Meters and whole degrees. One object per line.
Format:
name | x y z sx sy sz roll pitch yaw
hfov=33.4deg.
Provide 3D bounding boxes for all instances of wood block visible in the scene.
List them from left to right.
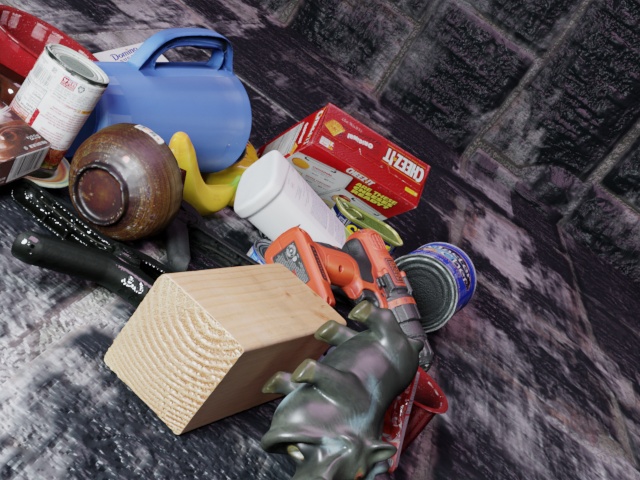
wood block | -0.072 0.082 0.889 0.090 0.091 0.205 41 16 17

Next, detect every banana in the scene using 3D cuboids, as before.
banana | -0.138 -0.066 1.195 0.037 0.069 0.197 18 -5 16

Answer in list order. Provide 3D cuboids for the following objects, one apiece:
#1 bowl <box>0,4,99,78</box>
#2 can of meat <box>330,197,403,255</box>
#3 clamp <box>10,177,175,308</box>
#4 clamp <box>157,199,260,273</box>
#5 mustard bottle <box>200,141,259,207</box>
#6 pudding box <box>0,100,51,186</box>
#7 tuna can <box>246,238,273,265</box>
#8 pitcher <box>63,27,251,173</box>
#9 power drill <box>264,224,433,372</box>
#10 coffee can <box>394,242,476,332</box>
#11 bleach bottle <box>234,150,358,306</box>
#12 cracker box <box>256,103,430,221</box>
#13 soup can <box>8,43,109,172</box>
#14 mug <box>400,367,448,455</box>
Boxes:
bowl | -0.327 -0.208 1.255 0.162 0.055 0.162 34 16 -11
can of meat | 0.040 0.007 1.369 0.102 0.084 0.057 29 17 -25
clamp | -0.179 0.024 0.918 0.209 0.036 0.164 33 9 -17
clamp | -0.134 -0.006 1.111 0.120 0.039 0.172 21 21 -44
mustard bottle | -0.127 -0.111 1.397 0.096 0.058 0.192 10 26 -26
pudding box | -0.305 -0.085 0.921 0.090 0.039 0.113 40 31 11
tuna can | -0.047 0.038 1.184 0.086 0.034 0.086 33 16 -11
pitcher | -0.191 -0.146 1.172 0.242 0.145 0.149 -9 83 -59
power drill | 0.035 0.061 1.152 0.187 0.057 0.184 13 44 -51
coffee can | 0.143 0.060 1.403 0.103 0.103 0.140 39 16 10
bleach bottle | 0.006 0.009 1.274 0.250 0.068 0.102 45 24 -23
cracker box | 0.018 -0.087 1.405 0.164 0.072 0.214 30 -23 -19
soup can | -0.252 -0.124 0.999 0.068 0.102 0.068 33 16 -11
mug | 0.054 0.149 0.984 0.093 0.081 0.117 31 16 -20
